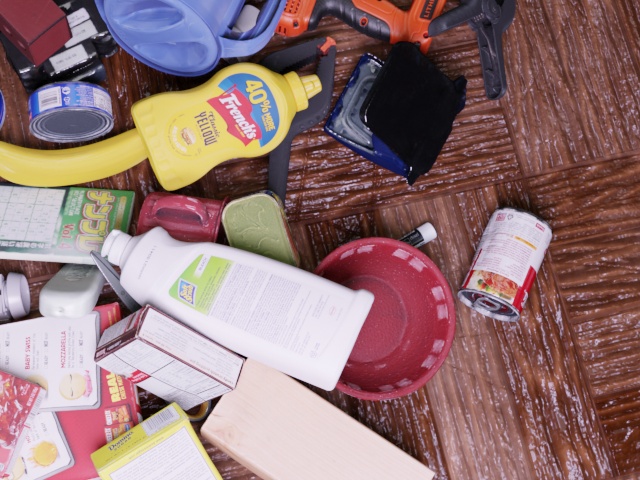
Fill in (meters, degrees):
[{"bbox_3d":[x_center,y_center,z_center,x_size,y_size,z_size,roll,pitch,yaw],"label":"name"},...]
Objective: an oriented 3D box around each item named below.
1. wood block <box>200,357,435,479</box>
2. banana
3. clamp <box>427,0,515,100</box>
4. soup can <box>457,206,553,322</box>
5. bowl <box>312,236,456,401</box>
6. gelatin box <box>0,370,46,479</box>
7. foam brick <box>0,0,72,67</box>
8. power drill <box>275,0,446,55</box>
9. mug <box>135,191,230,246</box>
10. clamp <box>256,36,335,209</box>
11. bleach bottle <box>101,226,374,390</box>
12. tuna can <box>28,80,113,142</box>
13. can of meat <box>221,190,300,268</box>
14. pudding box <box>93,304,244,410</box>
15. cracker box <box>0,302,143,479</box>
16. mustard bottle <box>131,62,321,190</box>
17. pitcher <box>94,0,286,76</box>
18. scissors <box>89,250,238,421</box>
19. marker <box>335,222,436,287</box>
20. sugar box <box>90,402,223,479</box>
[{"bbox_3d":[-0.005,0.207,1.031,0.206,0.090,0.090,32,74,5],"label":"wood block"},{"bbox_3d":[-0.256,-0.087,1.104,0.197,0.070,0.037,-5,52,-19],"label":"banana"},{"bbox_3d":[0.171,-0.250,1.171,0.120,0.039,0.171,36,53,-37],"label":"clamp"},{"bbox_3d":[0.193,0.024,1.108,0.068,0.068,0.102,25,73,2],"label":"soup can"},{"bbox_3d":[0.052,0.079,1.078,0.162,0.055,0.162,1,86,-12],"label":"bowl"},{"bbox_3d":[-0.304,0.163,0.975,0.073,0.030,0.089,20,74,3],"label":"gelatin box"},{"bbox_3d":[-0.300,-0.229,1.088,0.051,0.053,0.078,-43,81,-14],"label":"foam brick"},{"bbox_3d":[0.051,-0.291,1.191,0.187,0.057,0.184,19,78,4],"label":"power drill"},{"bbox_3d":[-0.138,-0.010,1.069,0.081,0.117,0.093,9,64,3],"label":"mug"},{"bbox_3d":[-0.047,-0.129,1.147,0.210,0.036,0.164,-43,83,-10],"label":"clamp"},{"bbox_3d":[-0.083,0.046,1.001,0.251,0.068,0.102,24,71,5],"label":"bleach bottle"},{"bbox_3d":[-0.259,-0.133,1.106,0.086,0.086,0.034,-6,74,-6],"label":"tuna can"},{"bbox_3d":[-0.057,0.001,1.072,0.057,0.084,0.102,-16,96,4],"label":"can of meat"},{"bbox_3d":[-0.141,0.111,0.992,0.113,0.090,0.039,31,53,-25],"label":"pudding box"},{"bbox_3d":[-0.284,0.162,1.031,0.213,0.072,0.164,-11,75,-7],"label":"cracker box"},{"bbox_3d":[-0.089,-0.128,1.092,0.191,0.058,0.096,-23,103,-9],"label":"mustard bottle"},{"bbox_3d":[-0.114,-0.300,1.130,0.149,0.145,0.242,40,58,-30],"label":"pitcher"},{"bbox_3d":[-0.145,0.082,1.052,0.096,0.016,0.202,-28,105,-25],"label":"scissors"},{"bbox_3d":[0.067,0.017,1.125,0.121,0.020,0.020,-29,79,-11],"label":"marker"},{"bbox_3d":[-0.129,0.248,0.990,0.093,0.048,0.176,-30,115,-12],"label":"sugar box"}]
